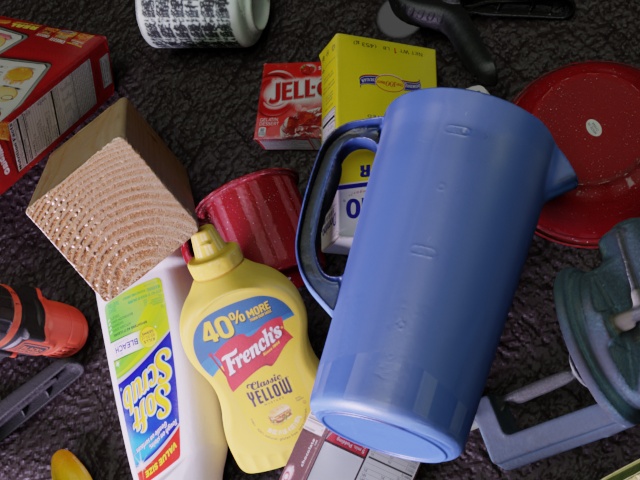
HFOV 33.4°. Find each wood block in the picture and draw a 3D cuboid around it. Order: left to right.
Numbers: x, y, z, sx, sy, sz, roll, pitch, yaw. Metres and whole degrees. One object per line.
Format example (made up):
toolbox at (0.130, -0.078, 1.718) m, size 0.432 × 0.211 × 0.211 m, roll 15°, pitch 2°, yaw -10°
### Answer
wood block at (-0.161, -0.040, 0.847) m, size 0.090 × 0.206 × 0.090 m, roll -38°, pitch 107°, yaw 2°

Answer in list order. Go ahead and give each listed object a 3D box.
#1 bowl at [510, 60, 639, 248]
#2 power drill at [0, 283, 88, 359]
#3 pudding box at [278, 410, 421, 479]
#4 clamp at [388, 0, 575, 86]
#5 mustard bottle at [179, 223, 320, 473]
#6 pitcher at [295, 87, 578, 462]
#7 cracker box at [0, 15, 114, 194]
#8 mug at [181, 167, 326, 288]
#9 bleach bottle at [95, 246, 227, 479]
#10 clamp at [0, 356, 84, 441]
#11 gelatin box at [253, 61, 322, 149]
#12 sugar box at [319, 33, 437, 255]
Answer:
bowl at (0.212, -0.078, 0.833) m, size 0.162 × 0.055 × 0.162 m, roll -5°, pitch 72°, yaw 15°
power drill at (-0.313, 0.089, 0.880) m, size 0.188 × 0.184 × 0.057 m, roll -22°, pitch 68°, yaw 19°
pudding box at (0.025, 0.168, 0.795) m, size 0.039 × 0.090 × 0.113 m, roll 12°, pitch 74°, yaw 64°
clamp at (0.112, -0.192, 0.895) m, size 0.172 × 0.039 × 0.120 m, roll 25°, pitch 53°, yaw 25°
mustard bottle at (-0.052, 0.076, 0.808) m, size 0.096 × 0.058 × 0.191 m, roll -22°, pitch 106°, yaw 2°
pitcher at (0.067, 0.022, 0.752) m, size 0.149 × 0.144 × 0.242 m, roll -12°, pitch 53°, yaw 53°
cracker box at (-0.308, -0.118, 0.938) m, size 0.164 × 0.072 × 0.213 m, roll 15°, pitch 42°, yaw 20°
mug at (-0.056, 0.001, 0.863) m, size 0.117 × 0.093 × 0.081 m, roll -13°, pitch 70°, yaw -30°
bleach bottle at (-0.114, 0.136, 0.856) m, size 0.103 × 0.068 × 0.251 m, roll -25°, pitch 69°, yaw 28°
clamp at (-0.297, 0.192, 0.898) m, size 0.210 × 0.036 × 0.164 m, roll -15°, pitch 54°, yaw 18°
gelatin box at (-0.010, -0.117, 0.924) m, size 0.089 × 0.030 × 0.073 m, roll 2°, pitch 74°, yaw 17°
sugar box at (0.049, -0.075, 0.865) m, size 0.093 × 0.048 × 0.176 m, roll 5°, pitch 70°, yaw -19°
